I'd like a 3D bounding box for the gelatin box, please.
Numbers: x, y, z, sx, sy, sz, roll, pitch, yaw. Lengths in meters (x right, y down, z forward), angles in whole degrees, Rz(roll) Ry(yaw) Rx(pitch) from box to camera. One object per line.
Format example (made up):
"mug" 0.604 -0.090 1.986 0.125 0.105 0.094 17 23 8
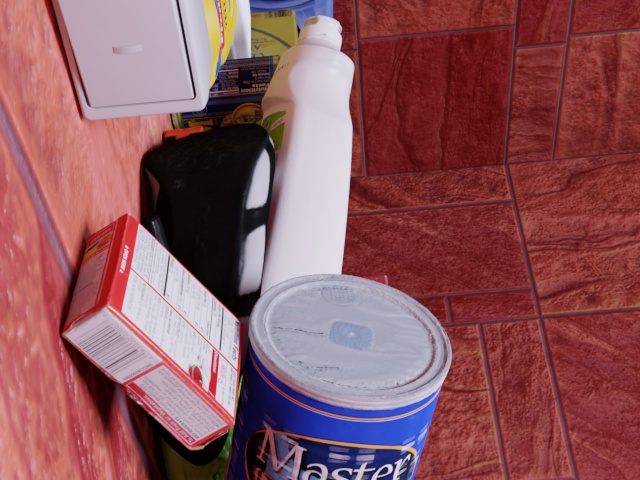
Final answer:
"gelatin box" -0.074 0.042 0.492 0.089 0.030 0.073 48 21 -28

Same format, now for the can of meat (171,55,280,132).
"can of meat" -0.068 -0.099 0.835 0.102 0.084 0.057 82 3 -63

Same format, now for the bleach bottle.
"bleach bottle" -0.015 -0.042 0.721 0.103 0.068 0.251 -25 -130 57

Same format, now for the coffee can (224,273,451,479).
"coffee can" 0.004 0.104 0.568 0.103 0.102 0.140 -92 -168 -58
